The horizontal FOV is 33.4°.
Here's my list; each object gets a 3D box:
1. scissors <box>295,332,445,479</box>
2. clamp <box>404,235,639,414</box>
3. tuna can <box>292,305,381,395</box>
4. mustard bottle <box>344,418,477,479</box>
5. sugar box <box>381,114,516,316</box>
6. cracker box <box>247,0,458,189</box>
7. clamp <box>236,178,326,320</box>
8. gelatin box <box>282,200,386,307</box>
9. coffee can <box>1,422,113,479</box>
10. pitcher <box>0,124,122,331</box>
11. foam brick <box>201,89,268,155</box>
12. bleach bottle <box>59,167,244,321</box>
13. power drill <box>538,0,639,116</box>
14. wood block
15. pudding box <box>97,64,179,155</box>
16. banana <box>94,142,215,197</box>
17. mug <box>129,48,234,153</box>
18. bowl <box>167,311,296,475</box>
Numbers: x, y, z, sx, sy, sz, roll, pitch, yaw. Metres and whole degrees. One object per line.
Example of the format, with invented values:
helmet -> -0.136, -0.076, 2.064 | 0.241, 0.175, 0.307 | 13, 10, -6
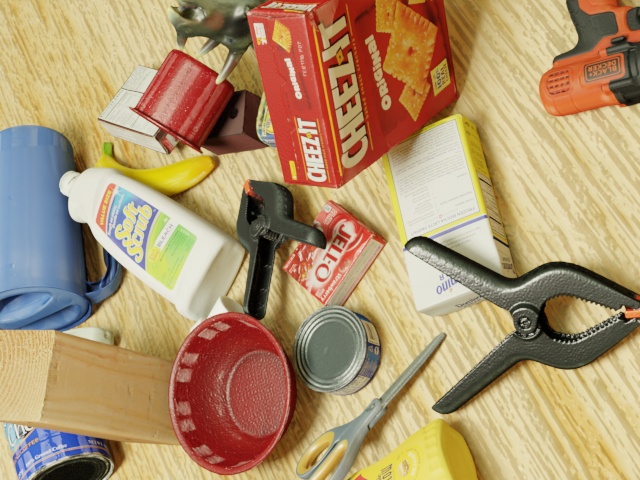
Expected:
scissors -> 0.040, 0.166, 1.019 | 0.201, 0.016, 0.096 | -52, 17, -16
clamp -> 0.173, 0.059, 0.924 | 0.210, 0.036, 0.164 | -14, 96, 25
tuna can -> 0.017, 0.109, 1.050 | 0.086, 0.033, 0.086 | -12, 68, 32
mustard bottle -> 0.050, 0.244, 0.958 | 0.192, 0.058, 0.096 | -37, 29, 21
sugar box -> 0.121, -0.024, 1.014 | 0.093, 0.048, 0.176 | -23, 66, 27
cracker box -> 0.039, -0.166, 0.981 | 0.072, 0.213, 0.164 | 9, 124, 36
clamp -> -0.057, 0.001, 1.113 | 0.120, 0.039, 0.171 | -49, 34, 12
gelatin box -> 0.013, 0.015, 1.086 | 0.073, 0.030, 0.089 | 40, 99, 37
coffee can -> -0.302, 0.209, 1.198 | 0.103, 0.102, 0.140 | -40, 56, 18
pitcher -> -0.340, -0.017, 1.296 | 0.145, 0.149, 0.243 | -34, 53, 39
foam brick -> -0.100, -0.132, 1.201 | 0.078, 0.051, 0.053 | -6, 71, 33
bleach bottle -> -0.206, -0.010, 1.203 | 0.251, 0.068, 0.102 | 28, 92, 29
power drill -> 0.280, -0.213, 0.955 | 0.185, 0.057, 0.187 | -11, 69, 32
wood block -> -0.234, 0.155, 1.102 | 0.091, 0.205, 0.090 | -4, 72, 34
pudding box -> -0.200, -0.158, 1.276 | 0.114, 0.039, 0.090 | 20, 71, 40
banana -> -0.210, -0.079, 1.270 | 0.198, 0.037, 0.069 | 11, 82, 37
mug -> -0.149, -0.154, 1.163 | 0.081, 0.093, 0.117 | -58, 16, 0
bowl -> -0.078, 0.155, 1.081 | 0.162, 0.055, 0.162 | -7, 79, 36
